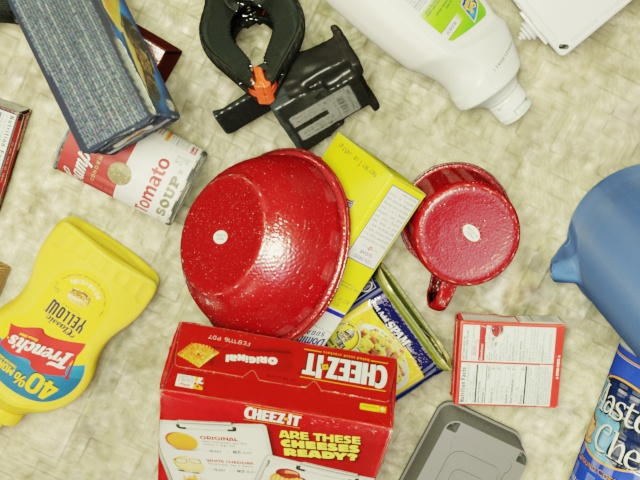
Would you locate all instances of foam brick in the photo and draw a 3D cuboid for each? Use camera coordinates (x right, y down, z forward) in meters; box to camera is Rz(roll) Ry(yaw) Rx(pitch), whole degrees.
[{"bbox_3d":[-0.146,-0.136,0.818,0.053,0.078,0.051,30,100,-3],"label":"foam brick"}]

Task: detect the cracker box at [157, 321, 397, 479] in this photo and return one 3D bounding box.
[{"bbox_3d":[-0.039,0.159,0.822,0.164,0.072,0.214,9,139,-1],"label":"cracker box"}]

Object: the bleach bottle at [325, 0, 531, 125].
[{"bbox_3d":[0.065,-0.177,0.795,0.250,0.068,0.102,44,65,-18],"label":"bleach bottle"}]

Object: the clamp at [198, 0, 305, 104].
[{"bbox_3d":[-0.065,-0.182,0.800,0.120,0.039,0.171,-6,66,11],"label":"clamp"}]

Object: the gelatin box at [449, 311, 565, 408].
[{"bbox_3d":[0.154,0.099,0.884,0.089,0.030,0.073,2,102,0],"label":"gelatin box"}]

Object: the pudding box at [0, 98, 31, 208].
[{"bbox_3d":[-0.299,-0.080,0.850,0.113,0.039,0.090,20,100,-5],"label":"pudding box"}]

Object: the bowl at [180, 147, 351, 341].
[{"bbox_3d":[-0.055,0.001,0.804,0.055,0.162,0.162,18,104,-46],"label":"bowl"}]

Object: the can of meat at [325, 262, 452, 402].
[{"bbox_3d":[0.044,0.084,0.869,0.084,0.057,0.102,-35,98,9],"label":"can of meat"}]

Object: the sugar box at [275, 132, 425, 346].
[{"bbox_3d":[-0.001,0.012,0.834,0.048,0.093,0.176,29,99,-36],"label":"sugar box"}]

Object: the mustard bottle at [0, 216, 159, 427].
[{"bbox_3d":[-0.222,0.081,0.869,0.096,0.058,0.192,36,99,-11],"label":"mustard bottle"}]

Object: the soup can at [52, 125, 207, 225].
[{"bbox_3d":[-0.148,-0.063,0.837,0.102,0.068,0.068,27,100,-5],"label":"soup can"}]

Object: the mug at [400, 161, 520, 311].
[{"bbox_3d":[0.106,0.000,0.839,0.093,0.081,0.117,18,100,-3],"label":"mug"}]
